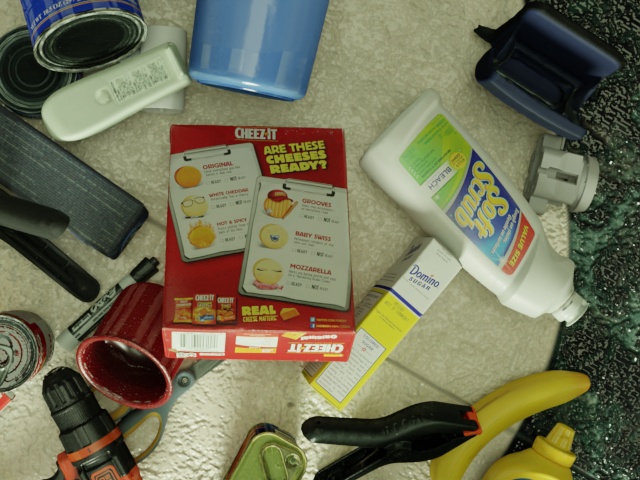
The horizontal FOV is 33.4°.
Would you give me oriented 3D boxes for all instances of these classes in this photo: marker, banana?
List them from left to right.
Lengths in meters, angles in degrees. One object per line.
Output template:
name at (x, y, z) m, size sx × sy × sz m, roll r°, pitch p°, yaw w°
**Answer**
marker at (-0.201, 0.059, 1.015) m, size 0.121 × 0.020 × 0.020 m, roll -43°, pitch 93°, yaw -4°
banana at (0.173, 0.180, 1.041) m, size 0.198 × 0.037 × 0.069 m, roll -41°, pitch 119°, yaw -2°

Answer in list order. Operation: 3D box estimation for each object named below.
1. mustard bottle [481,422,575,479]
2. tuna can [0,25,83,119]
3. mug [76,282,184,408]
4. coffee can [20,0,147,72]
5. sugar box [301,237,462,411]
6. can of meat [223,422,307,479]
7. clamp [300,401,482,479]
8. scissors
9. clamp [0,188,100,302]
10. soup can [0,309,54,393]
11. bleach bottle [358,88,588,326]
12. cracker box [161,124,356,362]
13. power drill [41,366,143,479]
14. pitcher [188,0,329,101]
mustard bottle at (0.192, 0.262, 1.019) m, size 0.096 × 0.058 × 0.191 m, roll 26°, pitch 93°, yaw -6°
tuna can at (-0.268, -0.159, 1.005) m, size 0.086 × 0.034 × 0.086 m, roll 0°, pitch 89°, yaw -5°
mug at (-0.171, 0.096, 0.980) m, size 0.117 × 0.081 × 0.093 m, roll -24°, pitch 118°, yaw 37°
coffee can at (-0.223, -0.237, 0.959) m, size 0.102 × 0.103 × 0.140 m, roll -17°, pitch 75°, yaw -5°
sugar box at (0.056, 0.076, 1.001) m, size 0.048 × 0.093 × 0.176 m, roll 43°, pitch 86°, yaw -4°
can of meat at (-0.058, 0.223, 0.993) m, size 0.057 × 0.084 × 0.102 m, roll 29°, pitch 87°, yaw -4°
clamp at (0.062, 0.180, 0.987) m, size 0.171 × 0.120 × 0.039 m, roll -20°, pitch 56°, yaw 2°
scissors at (-0.150, 0.127, 1.020) m, size 0.096 × 0.016 × 0.201 m, roll 39°, pitch 86°, yaw -3°
clamp at (-0.291, -0.028, 0.954) m, size 0.210 × 0.165 × 0.036 m, roll 33°, pitch 68°, yaw 5°
soup can at (-0.281, 0.098, 0.966) m, size 0.068 × 0.102 × 0.068 m, roll 0°, pitch 89°, yaw -5°
bleach bottle at (0.157, -0.022, 1.009) m, size 0.251 × 0.068 × 0.102 m, roll 44°, pitch 76°, yaw 2°
cracker box at (-0.056, 0.001, 0.960) m, size 0.164 × 0.072 × 0.213 m, roll 1°, pitch 59°, yaw -6°
power drill at (-0.260, 0.230, 0.978) m, size 0.187 × 0.057 × 0.184 m, roll -28°, pitch 93°, yaw 1°
pitcher at (-0.050, -0.251, 0.932) m, size 0.149 × 0.145 × 0.243 m, roll 10°, pitch 95°, yaw -14°
